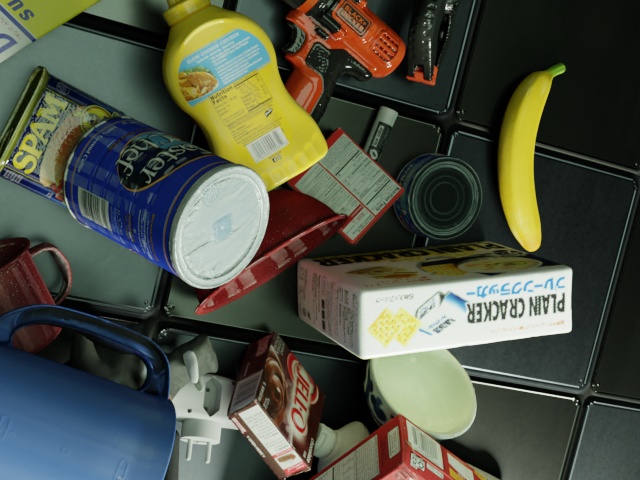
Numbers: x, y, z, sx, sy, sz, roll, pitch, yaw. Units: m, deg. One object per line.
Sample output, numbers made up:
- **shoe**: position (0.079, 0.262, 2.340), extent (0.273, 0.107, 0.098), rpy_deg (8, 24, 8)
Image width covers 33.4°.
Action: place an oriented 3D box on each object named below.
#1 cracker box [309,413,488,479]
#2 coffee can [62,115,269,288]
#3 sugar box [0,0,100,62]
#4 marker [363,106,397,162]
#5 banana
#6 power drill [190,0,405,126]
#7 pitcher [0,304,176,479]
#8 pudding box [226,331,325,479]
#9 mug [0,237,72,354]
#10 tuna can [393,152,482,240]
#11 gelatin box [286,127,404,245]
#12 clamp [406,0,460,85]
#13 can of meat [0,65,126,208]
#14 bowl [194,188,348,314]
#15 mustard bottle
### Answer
- **cracker box**: position (0.058, 0.284, 1.021), extent (0.164, 0.072, 0.214), rpy_deg (39, 116, -22)
- **coffee can**: position (-0.127, -0.033, 0.871), extent (0.102, 0.140, 0.103), rpy_deg (-29, 131, -40)
- **sugar box**: position (-0.244, -0.218, 0.889), extent (0.176, 0.048, 0.093), rpy_deg (-37, 110, -13)
- **marker**: position (0.044, -0.072, 1.040), extent (0.020, 0.020, 0.121), rpy_deg (23, 90, -23)
- **banana**: position (0.212, -0.088, 1.093), extent (0.069, 0.037, 0.198), rpy_deg (6, 96, -21)
- **power drill**: position (-0.035, -0.165, 0.974), extent (0.184, 0.057, 0.187), rpy_deg (37, 85, -19)
- **pitcher**: position (-0.237, 0.131, 0.806), extent (0.242, 0.149, 0.145), rpy_deg (26, 120, -19)
- **pudding box**: position (-0.039, 0.153, 0.996), extent (0.039, 0.113, 0.090), rpy_deg (-28, 112, 23)
- **mug**: position (-0.263, 0.049, 0.907), extent (0.117, 0.093, 0.081), rpy_deg (-38, 116, -34)
- **tuna can**: position (0.118, -0.044, 1.065), extent (0.086, 0.034, 0.086), rpy_deg (-3, 100, -21)
- **gelatin box**: position (0.023, -0.051, 1.014), extent (0.089, 0.030, 0.073), rpy_deg (43, 88, -2)
- **clamp**: position (0.109, -0.235, 1.001), extent (0.120, 0.039, 0.171), rpy_deg (3, 100, -63)
- **can of meat**: position (-0.224, -0.084, 0.913), extent (0.083, 0.058, 0.102), rpy_deg (27, 89, -26)
- **bowl**: position (-0.056, 0.001, 0.954), extent (0.162, 0.162, 0.055), rpy_deg (-31, 83, -14)
- **mustard bottle**: position (-0.078, -0.134, 0.903), extent (0.096, 0.058, 0.191), rpy_deg (-31, 103, -6)
